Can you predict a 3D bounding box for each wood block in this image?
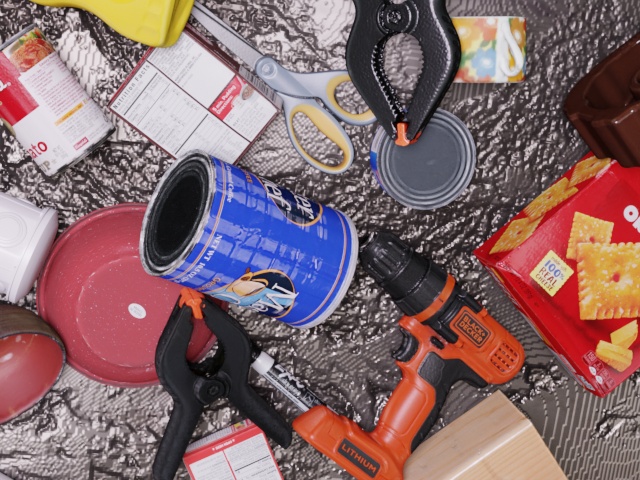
[{"bbox_3d":[0.108,0.236,0.939,0.206,0.090,0.091,-34,103,-1],"label":"wood block"}]

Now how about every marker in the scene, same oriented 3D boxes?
[{"bbox_3d":[-0.033,0.122,0.929,0.121,0.020,0.020,42,92,-14],"label":"marker"}]

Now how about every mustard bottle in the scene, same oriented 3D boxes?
[{"bbox_3d":[-0.185,-0.219,0.799,0.192,0.058,0.096,22,104,9],"label":"mustard bottle"}]

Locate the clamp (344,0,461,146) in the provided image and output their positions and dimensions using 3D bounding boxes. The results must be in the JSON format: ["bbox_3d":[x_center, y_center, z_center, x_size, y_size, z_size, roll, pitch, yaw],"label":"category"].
[{"bbox_3d":[0.072,-0.182,0.838,0.165,0.036,0.210,-7,97,23],"label":"clamp"}]

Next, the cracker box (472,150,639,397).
[{"bbox_3d":[0.268,0.007,0.929,0.213,0.072,0.164,-40,105,-1],"label":"cracker box"}]

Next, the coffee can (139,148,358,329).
[{"bbox_3d":[-0.055,0.001,0.838,0.140,0.103,0.103,23,97,-32],"label":"coffee can"}]

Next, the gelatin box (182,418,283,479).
[{"bbox_3d":[-0.072,0.209,0.935,0.073,0.030,0.089,-23,103,-6],"label":"gelatin box"}]

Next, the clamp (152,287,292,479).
[{"bbox_3d":[-0.081,0.117,0.869,0.120,0.039,0.171,-9,116,-24],"label":"clamp"}]

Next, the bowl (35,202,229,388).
[{"bbox_3d":[-0.153,0.052,0.877,0.162,0.055,0.162,-2,101,-10],"label":"bowl"}]

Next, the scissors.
[{"bbox_3d":[-0.024,-0.147,0.878,0.096,0.016,0.201,-35,105,1],"label":"scissors"}]

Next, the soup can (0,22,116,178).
[{"bbox_3d":[-0.216,-0.108,0.829,0.068,0.068,0.102,-37,105,-1],"label":"soup can"}]

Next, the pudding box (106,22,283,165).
[{"bbox_3d":[-0.100,-0.110,0.856,0.113,0.039,0.090,38,105,-12],"label":"pudding box"}]

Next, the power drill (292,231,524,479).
[{"bbox_3d":[0.062,0.109,0.912,0.184,0.057,0.187,40,85,-14],"label":"power drill"}]

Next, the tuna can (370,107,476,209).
[{"bbox_3d":[0.086,-0.071,0.903,0.086,0.034,0.086,-2,101,-9],"label":"tuna can"}]
